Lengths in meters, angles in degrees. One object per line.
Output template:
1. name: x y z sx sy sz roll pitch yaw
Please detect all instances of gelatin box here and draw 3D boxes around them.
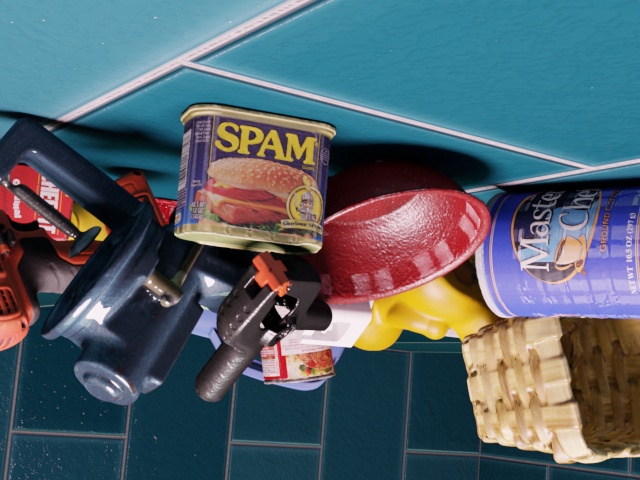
1. gelatin box: 0.086 -0.026 0.902 0.073 0.030 0.089 0 170 28

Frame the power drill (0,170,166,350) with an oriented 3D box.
1. power drill: -0.221 -0.009 0.856 0.187 0.184 0.057 -10 157 -38

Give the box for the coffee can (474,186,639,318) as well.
1. coffee can: 0.206 0.010 0.833 0.141 0.103 0.102 -2 170 36

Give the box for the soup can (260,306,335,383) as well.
1. soup can: -0.025 0.080 1.005 0.068 0.102 0.068 -7 177 0

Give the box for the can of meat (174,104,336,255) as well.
1. can of meat: -0.045 -0.038 0.709 0.102 0.084 0.058 8 171 -20

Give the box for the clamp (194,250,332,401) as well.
1. clamp: -0.029 0.051 0.755 0.120 0.039 0.172 -35 165 -28

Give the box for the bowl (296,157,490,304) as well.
1. bowl: 0.043 -0.014 0.804 0.162 0.055 0.162 -12 152 -7
